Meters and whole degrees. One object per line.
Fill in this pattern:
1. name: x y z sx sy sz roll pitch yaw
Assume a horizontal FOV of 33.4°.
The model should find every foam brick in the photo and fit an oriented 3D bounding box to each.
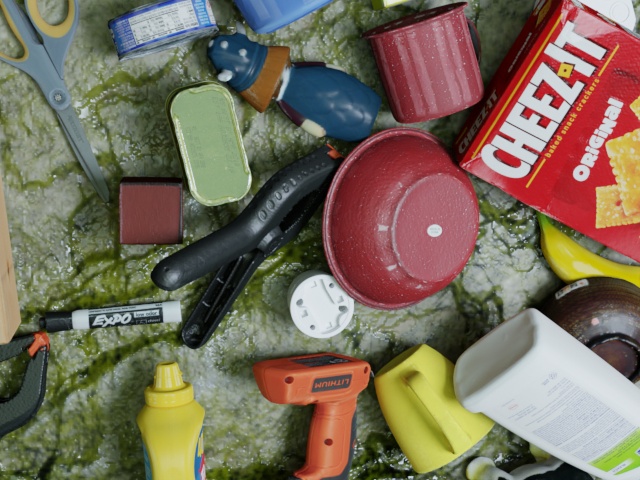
1. foam brick: -0.141 -0.026 0.891 0.051 0.078 0.053 0 95 -8

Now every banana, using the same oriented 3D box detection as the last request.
1. banana: 0.283 0.026 0.983 0.197 0.037 0.069 17 95 -11

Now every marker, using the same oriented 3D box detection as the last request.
1. marker: -0.182 0.067 0.927 0.121 0.020 0.020 -5 98 -8

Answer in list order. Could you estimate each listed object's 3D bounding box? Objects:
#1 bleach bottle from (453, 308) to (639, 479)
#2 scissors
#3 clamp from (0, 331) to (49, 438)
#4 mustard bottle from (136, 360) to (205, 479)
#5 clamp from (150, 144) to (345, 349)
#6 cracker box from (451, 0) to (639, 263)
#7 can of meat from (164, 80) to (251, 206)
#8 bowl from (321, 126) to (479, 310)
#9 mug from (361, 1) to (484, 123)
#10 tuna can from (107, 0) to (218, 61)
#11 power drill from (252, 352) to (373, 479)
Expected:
1. bleach bottle: 0.237 0.161 0.924 0.250 0.068 0.103 36 120 -22
2. scissors: -0.209 -0.138 0.896 0.096 0.016 0.201 -39 102 -2
3. clamp: -0.288 0.153 0.912 0.171 0.039 0.120 -39 103 -2
4. mustard bottle: -0.124 0.198 0.914 0.058 0.096 0.191 -5 98 -4
5. clamp: -0.056 0.001 0.902 0.036 0.165 0.209 40 67 16
6. cracker box: 0.246 -0.090 0.904 0.213 0.072 0.164 27 110 -9
7. can of meat: -0.092 -0.081 0.887 0.057 0.084 0.102 -15 100 -7
8. bowl: 0.082 -0.014 0.908 0.161 0.055 0.162 -6 102 -32
9. mug: 0.098 -0.154 0.912 0.117 0.093 0.081 -31 110 -41
10. tuna can: -0.128 -0.174 0.868 0.086 0.086 0.034 -19 99 -6
11. power drill: -0.021 0.196 0.919 0.184 0.057 0.188 -4 99 -41
